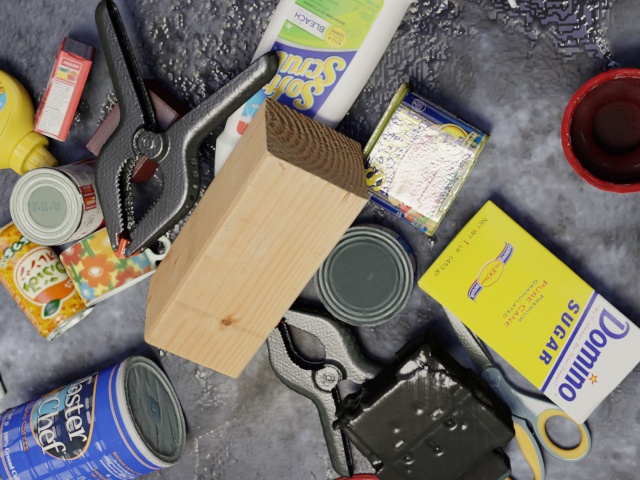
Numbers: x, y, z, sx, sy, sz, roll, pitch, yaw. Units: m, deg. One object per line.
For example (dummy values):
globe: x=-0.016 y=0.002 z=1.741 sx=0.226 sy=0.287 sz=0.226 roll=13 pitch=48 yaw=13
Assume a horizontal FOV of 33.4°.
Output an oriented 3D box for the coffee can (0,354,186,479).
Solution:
coffee can: x=-0.206 y=0.175 z=0.956 sx=0.140 sy=0.102 sz=0.103 roll=-23 pitch=92 yaw=15

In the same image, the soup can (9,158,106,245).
soup can: x=-0.216 y=-0.035 z=0.929 sx=0.068 sy=0.102 sz=0.068 roll=2 pitch=98 yaw=12

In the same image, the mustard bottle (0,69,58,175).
mustard bottle: x=-0.317 y=-0.117 z=0.961 sx=0.191 sy=0.058 sz=0.096 roll=35 pitch=90 yaw=6

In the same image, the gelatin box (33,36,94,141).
gelatin box: x=-0.222 y=-0.133 z=0.923 sx=0.030 sy=0.089 sz=0.073 roll=19 pitch=104 yaw=-17

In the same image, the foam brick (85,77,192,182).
foam brick: x=-0.156 y=-0.096 z=0.932 sx=0.053 sy=0.051 sz=0.078 roll=39 pitch=104 yaw=5

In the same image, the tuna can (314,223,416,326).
tuna can: x=0.039 y=0.028 z=0.915 sx=0.086 sy=0.033 sz=0.086 roll=2 pitch=98 yaw=12

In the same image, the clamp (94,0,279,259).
clamp: x=-0.142 y=-0.089 z=0.883 sx=0.165 sy=0.036 sz=0.210 roll=27 pitch=103 yaw=14

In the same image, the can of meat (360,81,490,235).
can of meat: x=0.080 y=-0.066 z=0.881 sx=0.084 sy=0.057 sz=0.102 roll=31 pitch=104 yaw=4

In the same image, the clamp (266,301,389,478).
clamp: x=0.007 y=0.125 z=0.934 sx=0.171 sy=0.039 sz=0.120 roll=39 pitch=99 yaw=2

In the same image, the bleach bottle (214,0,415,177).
bleach bottle: x=-0.014 y=-0.122 z=0.893 sx=0.102 sy=0.068 sz=0.251 roll=28 pitch=106 yaw=6

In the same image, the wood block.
wood block: x=-0.056 y=0.001 z=0.865 sx=0.090 sy=0.090 sz=0.206 roll=25 pitch=121 yaw=-20

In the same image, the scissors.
scissors: x=0.167 y=0.118 z=0.908 sx=0.096 sy=0.016 sz=0.202 roll=-15 pitch=95 yaw=13

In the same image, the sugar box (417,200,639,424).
sugar box: x=0.175 y=0.058 z=0.877 sx=0.176 sy=0.048 sz=0.093 roll=41 pitch=94 yaw=7
